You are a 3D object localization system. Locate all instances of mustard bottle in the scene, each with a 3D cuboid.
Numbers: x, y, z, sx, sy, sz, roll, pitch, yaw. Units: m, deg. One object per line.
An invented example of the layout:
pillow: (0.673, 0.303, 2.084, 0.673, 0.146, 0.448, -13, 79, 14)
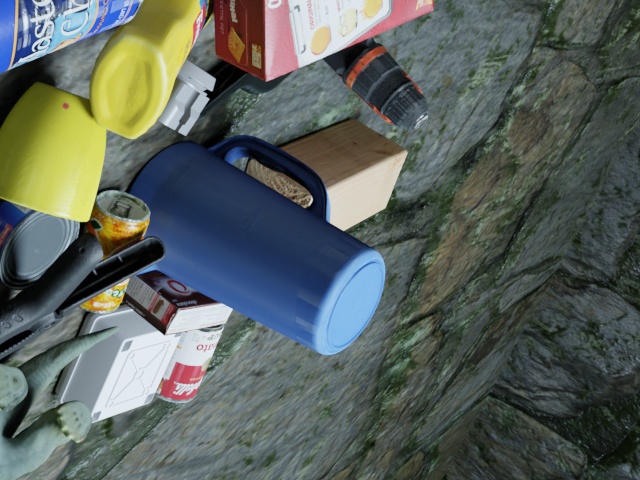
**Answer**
mustard bottle: (-0.121, -0.171, 0.839, 0.191, 0.058, 0.096, -73, -173, -46)

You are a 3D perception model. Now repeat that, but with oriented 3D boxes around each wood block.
wood block: (0.002, -0.065, 1.256, 0.205, 0.090, 0.091, -29, 146, -50)

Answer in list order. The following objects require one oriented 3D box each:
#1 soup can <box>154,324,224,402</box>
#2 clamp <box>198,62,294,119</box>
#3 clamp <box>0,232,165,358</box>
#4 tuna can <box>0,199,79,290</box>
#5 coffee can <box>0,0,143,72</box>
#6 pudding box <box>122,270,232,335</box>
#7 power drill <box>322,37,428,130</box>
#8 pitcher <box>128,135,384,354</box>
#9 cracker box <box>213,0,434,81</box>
soup can: (-0.157, 0.124, 1.220, 0.068, 0.069, 0.102, -15, 133, -59)
clamp: (-0.066, -0.184, 1.021, 0.171, 0.039, 0.120, -32, 153, -52)
clamp: (-0.232, 0.054, 0.915, 0.210, 0.036, 0.164, -35, 172, 15)
tuna can: (-0.247, -0.002, 0.903, 0.086, 0.034, 0.086, -44, 155, -27)
coffee can: (-0.198, -0.166, 0.686, 0.140, 0.103, 0.103, -35, 150, -42)
pudding box: (-0.152, 0.054, 1.103, 0.113, 0.090, 0.039, -9, 130, -61)
power drill: (0.054, -0.175, 1.114, 0.057, 0.184, 0.187, -43, 168, 7)
pitcher: (-0.057, 0.001, 1.024, 0.144, 0.243, 0.149, -14, 126, -57)
cracker box: (0.009, -0.245, 0.868, 0.213, 0.072, 0.164, -30, 135, -37)
